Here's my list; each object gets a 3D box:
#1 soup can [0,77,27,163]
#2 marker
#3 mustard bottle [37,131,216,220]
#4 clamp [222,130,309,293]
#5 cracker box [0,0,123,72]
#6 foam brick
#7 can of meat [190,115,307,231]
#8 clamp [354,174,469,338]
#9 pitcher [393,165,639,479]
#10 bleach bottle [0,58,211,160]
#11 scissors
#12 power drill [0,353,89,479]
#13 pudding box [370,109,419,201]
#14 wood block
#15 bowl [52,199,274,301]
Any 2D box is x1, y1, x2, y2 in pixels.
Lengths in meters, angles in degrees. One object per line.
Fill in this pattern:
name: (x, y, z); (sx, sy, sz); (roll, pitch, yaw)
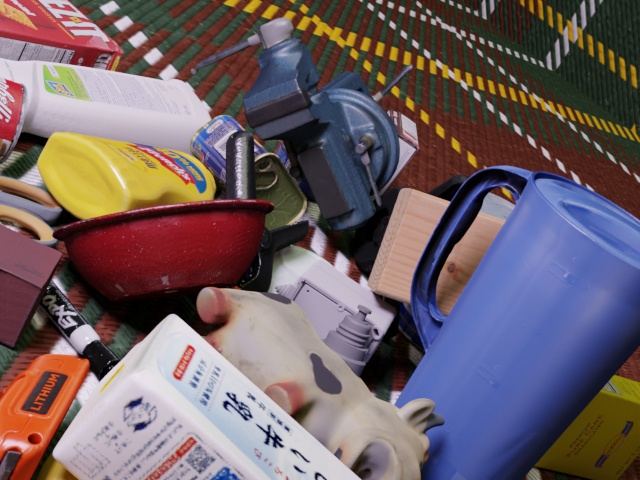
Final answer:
soup can: (-0.291, -0.107, 0.838); (0.102, 0.069, 0.068); (17, 26, -32)
marker: (-0.172, 0.052, 0.720); (0.121, 0.020, 0.020); (43, 24, 27)
mustard bottle: (-0.144, -0.047, 0.903); (0.096, 0.058, 0.191); (35, 14, 21)
clamp: (-0.056, 0.001, 0.906); (0.120, 0.039, 0.171); (45, 42, -33)
cracker box: (-0.320, -0.212, 1.022); (0.164, 0.072, 0.213); (43, 24, 26)
foam brick: (-0.215, 0.022, 0.682); (0.078, 0.051, 0.053); (28, 23, -10)
can of meat: (-0.069, -0.062, 1.015); (0.084, 0.057, 0.102); (46, -6, 38)
clamp: (0.080, -0.011, 1.037); (0.036, 0.165, 0.210); (28, 12, -17)
pitcher: (0.140, 0.074, 0.782); (0.144, 0.243, 0.149); (22, 23, -23)
bleach bottle: (-0.225, -0.126, 0.979); (0.250, 0.068, 0.103); (9, 31, -41)
scissors: (-0.274, -0.032, 0.770); (0.201, 0.016, 0.096); (12, 29, -40)
power drill: (-0.226, 0.060, 0.581); (0.187, 0.057, 0.184); (26, 26, -7)
pudding box: (0.064, -0.084, 1.202); (0.039, 0.114, 0.090); (30, 22, -12)
wood block: (0.154, 0.032, 0.890); (0.206, 0.091, 0.090); (19, 2, -2)
bowl: (-0.110, 0.011, 0.774); (0.161, 0.162, 0.055); (-1, 81, -54)
